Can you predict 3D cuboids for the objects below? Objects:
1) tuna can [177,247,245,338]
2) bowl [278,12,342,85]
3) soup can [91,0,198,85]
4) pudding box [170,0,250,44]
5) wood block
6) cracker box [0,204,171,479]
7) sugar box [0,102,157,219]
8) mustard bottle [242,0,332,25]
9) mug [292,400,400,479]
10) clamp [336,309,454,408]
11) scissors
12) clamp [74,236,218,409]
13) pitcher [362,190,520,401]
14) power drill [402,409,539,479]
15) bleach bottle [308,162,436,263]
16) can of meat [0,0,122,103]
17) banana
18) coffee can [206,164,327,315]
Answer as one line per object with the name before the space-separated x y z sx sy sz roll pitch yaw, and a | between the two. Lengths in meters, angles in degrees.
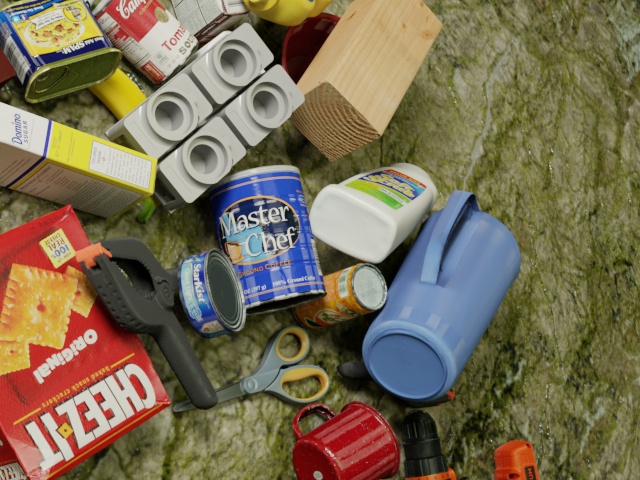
tuna can | -0.107 0.053 1.057 0.086 0.034 0.086 -17 90 -74
bowl | 0.004 -0.192 1.293 0.161 0.055 0.162 15 66 -35
soup can | -0.188 -0.224 1.138 0.102 0.069 0.068 44 52 -20
pudding box | -0.132 -0.287 1.192 0.039 0.090 0.113 -14 84 -40
wood block | 0.050 -0.202 1.236 0.090 0.091 0.205 43 52 -19
cracker box | -0.254 0.096 0.964 0.163 0.072 0.214 -30 95 -43
sugar box | -0.254 -0.074 1.012 0.176 0.094 0.048 22 61 -33
mustard bottle | -0.046 -0.282 1.179 0.096 0.058 0.191 48 23 -5
mug | 0.017 0.222 1.142 0.081 0.093 0.117 -24 59 -37
clamp | 0.087 0.150 1.250 0.171 0.039 0.120 43 51 -15
scissors | -0.073 0.136 1.139 0.201 0.016 0.096 7 68 -38
clamp | -0.156 0.065 1.014 0.209 0.036 0.164 39 35 -56
pitcher | 0.137 0.064 1.222 0.149 0.145 0.242 48 38 -8
power drill | 0.177 0.286 1.266 0.187 0.057 0.184 -1 79 -37
bleach bottle | 0.075 -0.049 1.260 0.102 0.068 0.250 27 23 10
can of meat | -0.261 -0.193 1.046 0.101 0.058 0.084 -25 76 -34
banana | -0.198 -0.119 1.112 0.069 0.037 0.198 -28 93 -43
coffee can | -0.057 0.001 1.141 0.102 0.103 0.140 -5 78 -41
